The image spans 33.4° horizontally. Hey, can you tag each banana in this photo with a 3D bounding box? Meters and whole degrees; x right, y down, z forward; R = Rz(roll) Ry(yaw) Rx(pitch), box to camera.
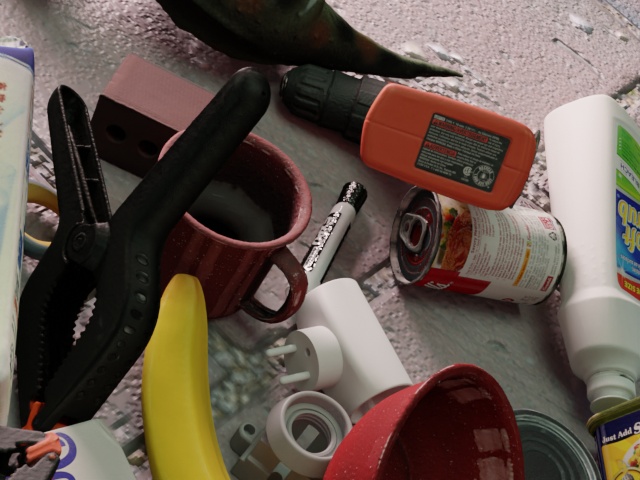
[{"bbox_3d":[-0.057,0.108,0.548,0.198,0.069,0.037,60,6,33],"label":"banana"}]

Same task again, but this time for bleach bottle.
[{"bbox_3d":[0.206,0.015,0.771,0.102,0.068,0.250,43,40,-37],"label":"bleach bottle"}]

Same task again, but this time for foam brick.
[{"bbox_3d":[-0.104,-0.074,0.689,0.078,0.053,0.051,25,44,-6],"label":"foam brick"}]

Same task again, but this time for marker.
[{"bbox_3d":[0.006,-0.001,0.710,0.020,0.020,0.121,31,43,-2],"label":"marker"}]

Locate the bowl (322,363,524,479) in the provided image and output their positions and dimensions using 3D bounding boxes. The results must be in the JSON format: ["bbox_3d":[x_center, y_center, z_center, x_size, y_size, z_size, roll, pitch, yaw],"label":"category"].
[{"bbox_3d":[0.046,0.141,0.545,0.161,0.055,0.162,-4,95,-53],"label":"bowl"}]

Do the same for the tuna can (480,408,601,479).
[{"bbox_3d":[0.125,0.144,0.636,0.086,0.034,0.086,16,46,-17],"label":"tuna can"}]

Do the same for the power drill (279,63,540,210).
[{"bbox_3d":[0.060,-0.076,0.720,0.184,0.057,0.187,16,11,-4],"label":"power drill"}]

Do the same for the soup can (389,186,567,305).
[{"bbox_3d":[0.107,0.004,0.727,0.102,0.069,0.068,11,48,-22],"label":"soup can"}]

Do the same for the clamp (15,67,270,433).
[{"bbox_3d":[-0.120,0.001,0.568,0.036,0.165,0.210,30,76,-46],"label":"clamp"}]

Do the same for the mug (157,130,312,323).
[{"bbox_3d":[-0.054,0.001,0.628,0.117,0.082,0.093,43,44,12],"label":"mug"}]
